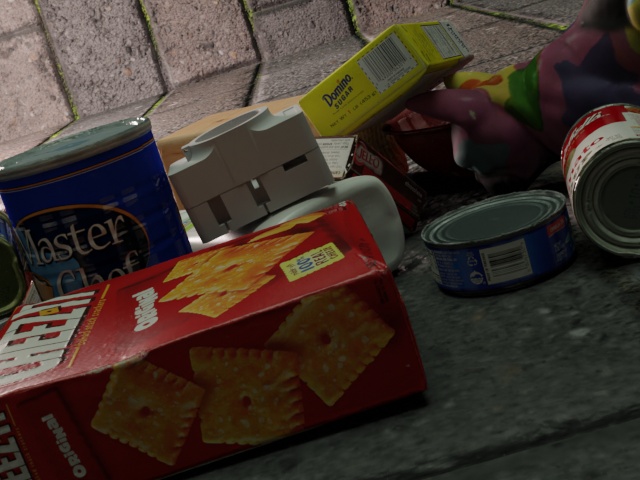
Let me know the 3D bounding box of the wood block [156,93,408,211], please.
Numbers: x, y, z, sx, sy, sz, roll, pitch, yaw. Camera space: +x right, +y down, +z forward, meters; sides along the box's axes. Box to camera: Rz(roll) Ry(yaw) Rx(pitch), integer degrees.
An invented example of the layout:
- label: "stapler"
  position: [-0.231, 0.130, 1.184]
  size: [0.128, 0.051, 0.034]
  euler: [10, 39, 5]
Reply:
- label: "wood block"
  position: [-0.036, -0.078, 0.977]
  size: [0.207, 0.090, 0.090]
  euler: [-6, 19, 38]

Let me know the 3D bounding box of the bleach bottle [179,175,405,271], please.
- label: "bleach bottle"
  position: [-0.055, 0.001, 0.757]
  size: [0.102, 0.068, 0.251]
  euler: [-26, 15, -29]

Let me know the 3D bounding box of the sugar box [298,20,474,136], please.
- label: "sugar box"
  position: [0.055, -0.125, 0.815]
  size: [0.093, 0.048, 0.176]
  euler: [-35, 2, 22]

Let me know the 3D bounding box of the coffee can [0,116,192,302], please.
- label: "coffee can"
  position: [-0.135, 0.004, 0.673]
  size: [0.103, 0.140, 0.103]
  euler: [-16, 14, 4]

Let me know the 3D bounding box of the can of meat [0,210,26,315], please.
- label: "can of meat"
  position: [-0.240, 0.024, 0.682]
  size: [0.102, 0.057, 0.084]
  euler: [-21, 17, -13]

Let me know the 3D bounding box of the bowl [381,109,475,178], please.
- label: "bowl"
  position: [0.136, -0.093, 0.897]
  size: [0.162, 0.055, 0.162]
  euler: [-16, 14, 4]

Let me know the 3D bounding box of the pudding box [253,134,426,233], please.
- label: "pudding box"
  position: [0.006, -0.040, 0.770]
  size: [0.114, 0.090, 0.039]
  euler: [1, 66, 41]

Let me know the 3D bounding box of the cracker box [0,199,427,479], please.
- label: "cracker box"
  position: [-0.065, 0.052, 0.550]
  size: [0.213, 0.072, 0.164]
  euler: [-18, 14, 1]

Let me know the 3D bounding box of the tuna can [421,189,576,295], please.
- label: "tuna can"
  position: [0.104, 0.001, 0.623]
  size: [0.086, 0.034, 0.086]
  euler: [-16, 14, 4]
